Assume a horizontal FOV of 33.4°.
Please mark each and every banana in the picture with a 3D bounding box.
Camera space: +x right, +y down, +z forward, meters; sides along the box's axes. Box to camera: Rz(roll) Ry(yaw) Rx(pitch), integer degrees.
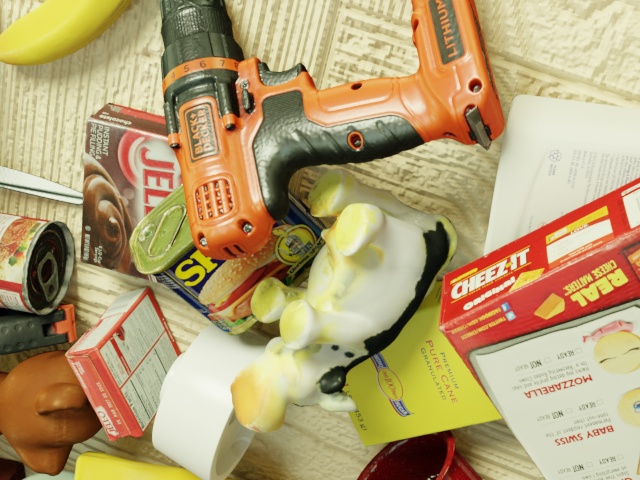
[{"bbox_3d":[-0.140,-0.170,0.657,0.070,0.037,0.198,45,122,13],"label":"banana"}]

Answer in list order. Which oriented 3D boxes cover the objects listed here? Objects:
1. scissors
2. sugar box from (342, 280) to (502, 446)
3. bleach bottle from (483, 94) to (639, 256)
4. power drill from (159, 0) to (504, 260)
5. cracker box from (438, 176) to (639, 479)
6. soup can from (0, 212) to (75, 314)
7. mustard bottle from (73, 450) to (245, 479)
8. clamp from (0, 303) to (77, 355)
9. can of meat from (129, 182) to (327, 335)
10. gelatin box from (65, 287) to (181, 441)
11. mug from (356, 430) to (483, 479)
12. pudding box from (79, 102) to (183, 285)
[{"bbox_3d":[-0.273,-0.040,0.756,0.202,0.016,0.096,30,83,3],"label":"scissors"},{"bbox_3d":[0.094,0.073,0.699,0.176,0.048,0.093,-17,109,27],"label":"sugar box"},{"bbox_3d":[0.225,-0.015,0.599,0.251,0.068,0.103,11,120,11],"label":"bleach bottle"},{"bbox_3d":[-0.001,-0.095,0.604,0.188,0.057,0.184,-17,69,15],"label":"power drill"},{"bbox_3d":[0.189,0.077,0.577,0.164,0.072,0.213,-29,108,21],"label":"cracker box"},{"bbox_3d":[-0.238,0.012,0.767,0.102,0.068,0.068,9,120,14],"label":"soup can"},{"bbox_3d":[-0.090,0.204,0.809,0.191,0.058,0.096,9,151,-2],"label":"mustard bottle"},{"bbox_3d":[-0.268,0.068,0.782,0.172,0.120,0.039,-4,108,15],"label":"clamp"},{"bbox_3d":[-0.054,0.001,0.676,0.102,0.057,0.083,-41,128,7],"label":"can of meat"},{"bbox_3d":[-0.136,0.087,0.759,0.030,0.089,0.073,-13,112,24],"label":"gelatin box"},{"bbox_3d":[0.083,0.191,0.731,0.093,0.117,0.081,-44,106,-9],"label":"mug"},{"bbox_3d":[-0.112,-0.028,0.719,0.090,0.039,0.113,15,121,9],"label":"pudding box"}]
